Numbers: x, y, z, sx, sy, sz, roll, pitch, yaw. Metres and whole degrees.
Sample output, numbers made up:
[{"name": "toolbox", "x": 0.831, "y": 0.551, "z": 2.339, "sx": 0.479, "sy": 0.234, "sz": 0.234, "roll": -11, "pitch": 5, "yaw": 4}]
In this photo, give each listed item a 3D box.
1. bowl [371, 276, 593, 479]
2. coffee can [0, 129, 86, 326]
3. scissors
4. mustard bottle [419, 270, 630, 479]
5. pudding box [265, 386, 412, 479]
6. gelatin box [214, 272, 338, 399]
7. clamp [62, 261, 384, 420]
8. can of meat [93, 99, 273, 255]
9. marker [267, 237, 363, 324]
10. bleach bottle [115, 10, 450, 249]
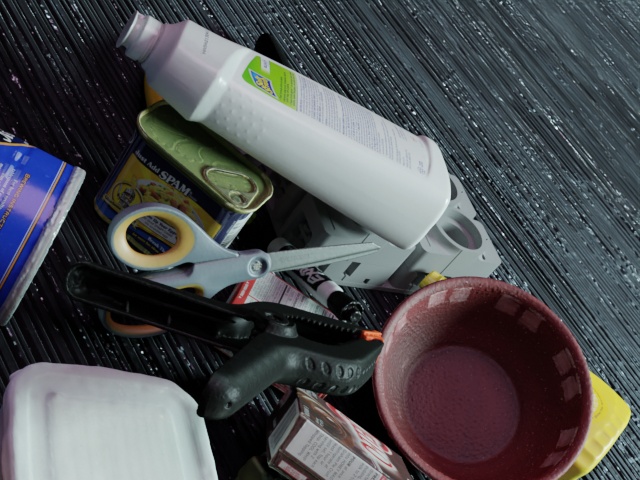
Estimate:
[{"name": "bowl", "x": 0.109, "y": 0.109, "z": 0.764, "sx": 0.162, "sy": 0.055, "sz": 0.162, "roll": 4, "pitch": 65, "yaw": -10}, {"name": "coffee can", "x": -0.221, "y": -0.027, "z": 0.608, "sx": 0.140, "sy": 0.103, "sz": 0.102, "roll": 28, "pitch": 36, "yaw": -15}, {"name": "scissors", "x": -0.055, "y": 0.001, "z": 0.700, "sx": 0.201, "sy": 0.096, "sz": 0.016, "roll": -23, "pitch": 26, "yaw": -20}, {"name": "mustard bottle", "x": 0.152, "y": 0.097, "z": 0.846, "sx": 0.192, "sy": 0.058, "sz": 0.096, "roll": 45, "pitch": 46, "yaw": 10}, {"name": "pudding box", "x": 0.012, "y": 0.133, "z": 0.652, "sx": 0.090, "sy": 0.039, "sz": 0.113, "roll": 36, "pitch": 2, "yaw": -4}, {"name": "gelatin box", "x": -0.027, "y": 0.066, "z": 0.745, "sx": 0.089, "sy": 0.030, "sz": 0.073, "roll": 34, "pitch": 33, "yaw": -6}, {"name": "clamp", "x": -0.044, "y": 0.058, "z": 0.654, "sx": 0.165, "sy": 0.036, "sz": 0.209, "roll": 31, "pitch": 15, "yaw": 37}, {"name": "can of meat", "x": -0.098, "y": -0.032, "z": 0.742, "sx": 0.102, "sy": 0.084, "sz": 0.057, "roll": 40, "pitch": 34, "yaw": 1}, {"name": "marker", "x": -0.005, "y": 0.029, "z": 0.770, "sx": 0.020, "sy": 0.020, "sz": 0.121, "roll": 11, "pitch": 17, "yaw": -34}, {"name": "bleach bottle", "x": -0.026, "y": -0.088, "z": 0.754, "sx": 0.250, "sy": 0.068, "sz": 0.102, "roll": 29, "pitch": 25, "yaw": -21}]
